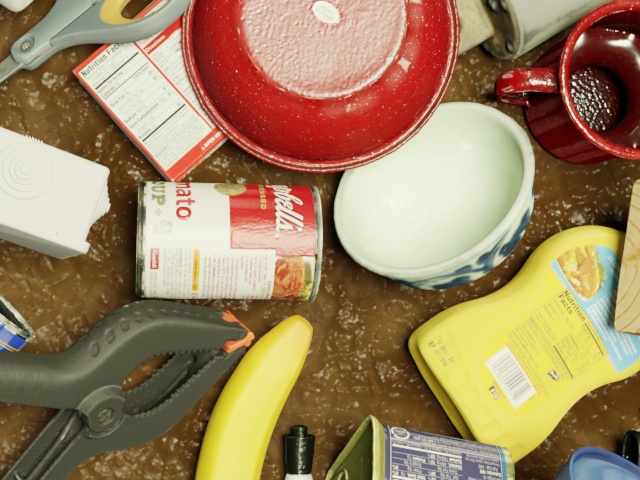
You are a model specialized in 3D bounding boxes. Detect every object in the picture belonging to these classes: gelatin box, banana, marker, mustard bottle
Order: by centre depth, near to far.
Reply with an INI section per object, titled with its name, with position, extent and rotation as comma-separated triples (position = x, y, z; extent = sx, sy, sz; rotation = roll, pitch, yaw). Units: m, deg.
[banana]
position = -0.040, 0.142, 0.622
extent = 0.069, 0.037, 0.198
rotation = 1, 86, 2
[gelatin box]
position = -0.090, -0.089, 0.633
extent = 0.073, 0.030, 0.089
rotation = -43, 94, -7
[marker]
position = -0.014, 0.171, 0.637
extent = 0.020, 0.020, 0.121
rotation = 2, 87, -9
[mustard bottle]
position = 0.155, 0.047, 0.650
extent = 0.191, 0.058, 0.096
rotation = -34, 94, -9

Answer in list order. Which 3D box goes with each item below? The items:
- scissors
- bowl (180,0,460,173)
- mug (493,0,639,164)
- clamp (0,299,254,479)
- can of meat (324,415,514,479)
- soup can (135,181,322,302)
[scissors]
position = -0.150, -0.106, 0.609
extent = 0.096, 0.016, 0.201
rotation = 33, 79, 34
[bowl]
position = 0.000, -0.120, 0.591
extent = 0.162, 0.055, 0.162
rotation = 0, 90, -1
[mug]
position = 0.162, -0.090, 0.646
extent = 0.117, 0.081, 0.093
rotation = -1, 87, -9
[clamp]
position = -0.130, 0.081, 0.573
extent = 0.209, 0.036, 0.164
rotation = -30, 137, -26
[can of meat]
position = 0.053, 0.149, 0.609
extent = 0.084, 0.102, 0.057
rotation = 12, 51, -12
[soup can]
position = -0.054, 0.001, 0.614
extent = 0.102, 0.068, 0.068
rotation = 2, 87, -9
